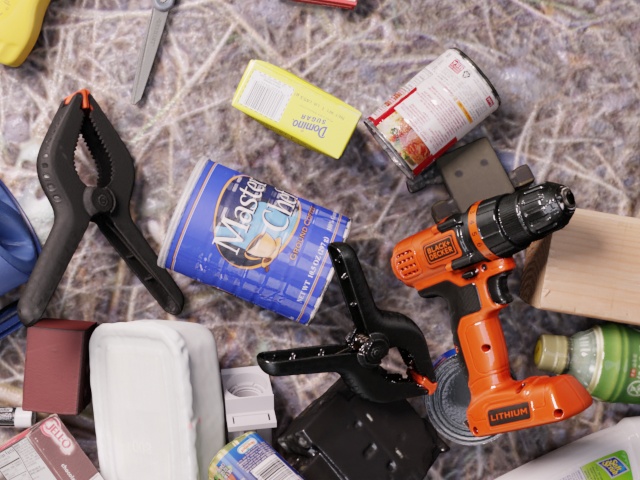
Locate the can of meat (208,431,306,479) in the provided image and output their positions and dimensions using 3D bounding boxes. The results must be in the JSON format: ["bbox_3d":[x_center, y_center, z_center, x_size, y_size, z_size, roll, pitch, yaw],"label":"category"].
[{"bbox_3d":[-0.046,0.215,0.873,0.057,0.102,0.084,-34,60,-31],"label":"can of meat"}]

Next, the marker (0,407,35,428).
[{"bbox_3d":[-0.321,0.160,0.971,0.121,0.020,0.020,1,94,0],"label":"marker"}]

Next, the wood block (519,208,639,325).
[{"bbox_3d":[0.289,0.028,0.930,0.206,0.090,0.091,10,93,-1],"label":"wood block"}]

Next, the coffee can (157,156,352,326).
[{"bbox_3d":[-0.056,0.001,0.919,0.140,0.103,0.103,23,94,-2],"label":"coffee can"}]

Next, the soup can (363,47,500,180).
[{"bbox_3d":[0.097,-0.111,0.929,0.102,0.068,0.068,-40,94,2],"label":"soup can"}]

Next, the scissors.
[{"bbox_3d":[-0.119,-0.220,0.945,0.096,0.016,0.202,1,94,-1],"label":"scissors"}]

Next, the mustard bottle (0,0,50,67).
[{"bbox_3d":[-0.254,-0.253,0.921,0.096,0.058,0.191,33,93,-4],"label":"mustard bottle"}]

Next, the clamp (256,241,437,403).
[{"bbox_3d":[0.038,0.076,0.883,0.171,0.039,0.120,24,99,-36],"label":"clamp"}]

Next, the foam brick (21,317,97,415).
[{"bbox_3d":[-0.232,0.112,0.951,0.051,0.053,0.078,5,95,-1],"label":"foam brick"}]

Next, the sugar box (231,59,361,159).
[{"bbox_3d":[-0.019,-0.103,0.874,0.093,0.176,0.048,27,91,-2],"label":"sugar box"}]

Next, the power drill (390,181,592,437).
[{"bbox_3d":[0.155,0.058,0.878,0.057,0.185,0.188,-12,81,-43],"label":"power drill"}]

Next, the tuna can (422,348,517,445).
[{"bbox_3d":[0.135,0.139,0.965,0.086,0.034,0.086,0,94,-1],"label":"tuna can"}]

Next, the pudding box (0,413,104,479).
[{"bbox_3d":[-0.232,0.215,0.942,0.039,0.090,0.113,-36,93,-42],"label":"pudding box"}]

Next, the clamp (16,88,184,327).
[{"bbox_3d":[-0.190,-0.025,0.927,0.036,0.164,0.210,-16,73,41],"label":"clamp"}]
